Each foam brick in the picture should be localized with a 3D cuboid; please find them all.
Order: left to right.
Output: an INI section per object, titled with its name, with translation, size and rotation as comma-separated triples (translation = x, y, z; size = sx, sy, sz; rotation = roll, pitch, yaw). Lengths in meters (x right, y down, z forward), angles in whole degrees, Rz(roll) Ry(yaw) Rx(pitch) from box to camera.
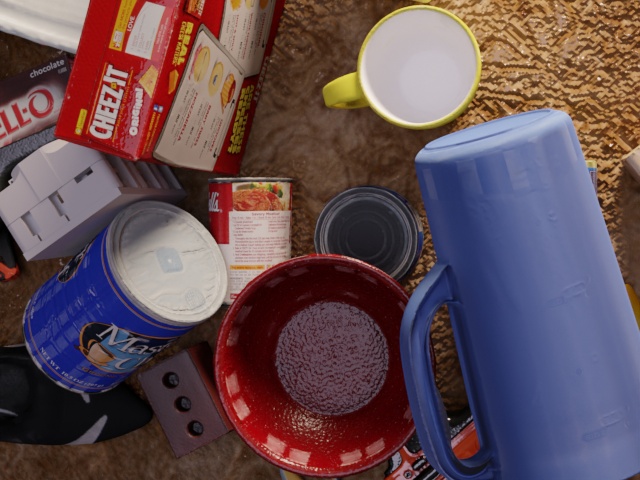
[foam brick]
translation = -0.105, 0.130, 0.877
size = 0.053, 0.051, 0.078
rotation = -29, 86, 11

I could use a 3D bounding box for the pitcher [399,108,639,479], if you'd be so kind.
[pitcher]
translation = 0.136, 0.043, 0.725
size = 0.145, 0.149, 0.243
rotation = -12, 100, 31

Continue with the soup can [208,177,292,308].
[soup can]
translation = -0.056, 0.001, 0.854
size = 0.068, 0.068, 0.102
rotation = 0, 92, 12

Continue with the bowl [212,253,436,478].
[bowl]
translation = 0.005, 0.090, 0.789
size = 0.162, 0.055, 0.162
rotation = 0, 91, 8

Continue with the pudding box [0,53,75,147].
[pudding box]
translation = -0.242, -0.095, 0.904
size = 0.113, 0.039, 0.090
rotation = -20, 87, 11

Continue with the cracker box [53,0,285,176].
[cracker box]
translation = -0.101, -0.137, 0.785
size = 0.072, 0.213, 0.164
rotation = 17, 95, 12

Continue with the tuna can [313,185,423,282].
[tuna can]
translation = 0.038, -0.002, 0.852
size = 0.086, 0.033, 0.086
rotation = 0, 92, 12

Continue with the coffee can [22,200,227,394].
[coffee can]
translation = -0.154, 0.046, 0.831
size = 0.141, 0.102, 0.103
rotation = -36, 84, 39

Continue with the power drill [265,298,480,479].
[power drill]
translation = 0.043, 0.151, 0.842
size = 0.184, 0.057, 0.187
rotation = -42, 86, 3
